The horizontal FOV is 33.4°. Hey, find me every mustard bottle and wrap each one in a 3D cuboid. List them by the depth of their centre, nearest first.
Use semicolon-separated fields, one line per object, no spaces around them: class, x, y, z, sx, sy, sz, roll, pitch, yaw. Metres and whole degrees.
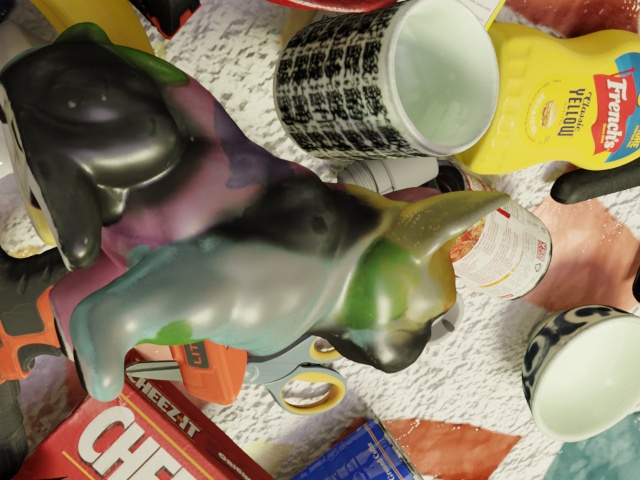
mustard bottle;0.183;-0.095;0.724;0.191;0.058;0.096;-3;117;-26

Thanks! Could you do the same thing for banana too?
banana;-0.128;-0.114;0.507;0.037;0.069;0.197;-6;135;32

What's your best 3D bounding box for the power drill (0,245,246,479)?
power drill;-0.140;0.058;0.605;0.188;0.057;0.184;-4;116;8

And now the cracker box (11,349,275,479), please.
cracker box;-0.142;0.206;0.700;0.164;0.072;0.214;44;98;-5

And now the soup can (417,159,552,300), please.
soup can;0.105;-0.005;0.737;0.102;0.069;0.068;27;106;-38

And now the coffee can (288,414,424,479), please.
coffee can;0.016;0.216;0.814;0.140;0.103;0.102;-36;130;-2

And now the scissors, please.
scissors;-0.037;0.074;0.728;0.201;0.016;0.096;28;98;-49
